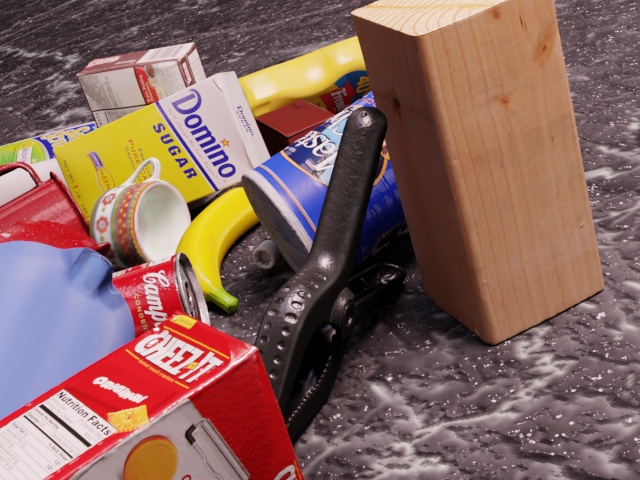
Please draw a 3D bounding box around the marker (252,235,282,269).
[{"bbox_3d":[-0.023,-0.013,0.866,0.020,0.020,0.121,-4,25,25],"label":"marker"}]

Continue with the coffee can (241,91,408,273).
[{"bbox_3d":[0.028,-0.043,0.780,0.140,0.102,0.103,-34,29,-11],"label":"coffee can"}]

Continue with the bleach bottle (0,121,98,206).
[{"bbox_3d":[-0.232,-0.086,1.083,0.251,0.068,0.102,-19,31,1],"label":"bleach bottle"}]

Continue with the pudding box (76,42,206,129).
[{"bbox_3d":[-0.155,-0.125,0.974,0.114,0.090,0.039,-4,31,25],"label":"pudding box"}]

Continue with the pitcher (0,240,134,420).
[{"bbox_3d":[-0.191,0.115,0.602,0.145,0.149,0.243,-4,24,0],"label":"pitcher"}]

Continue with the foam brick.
[{"bbox_3d":[-0.017,-0.091,0.986,0.053,0.051,0.078,-25,27,-16],"label":"foam brick"}]

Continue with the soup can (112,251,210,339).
[{"bbox_3d":[-0.137,0.054,0.756,0.102,0.068,0.068,-16,26,4],"label":"soup can"}]

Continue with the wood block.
[{"bbox_3d":[0.100,-0.053,0.663,0.090,0.206,0.091,-25,28,-14],"label":"wood block"}]

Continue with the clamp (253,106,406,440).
[{"bbox_3d":[0.005,0.044,0.660,0.036,0.164,0.209,13,60,22],"label":"clamp"}]

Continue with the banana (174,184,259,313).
[{"bbox_3d":[-0.074,-0.003,0.871,0.069,0.037,0.197,18,36,4],"label":"banana"}]

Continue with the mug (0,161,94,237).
[{"bbox_3d":[-0.245,-0.009,0.900,0.081,0.117,0.093,-31,17,-16],"label":"mug"}]

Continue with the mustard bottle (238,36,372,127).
[{"bbox_3d":[0.007,-0.157,1.064,0.191,0.096,0.058,-23,71,-14],"label":"mustard bottle"}]

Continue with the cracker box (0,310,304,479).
[{"bbox_3d":[-0.103,0.153,0.436,0.213,0.164,0.072,-33,32,-28],"label":"cracker box"}]

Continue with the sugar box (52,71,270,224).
[{"bbox_3d":[-0.138,-0.072,0.931,0.176,0.093,0.048,-21,5,24],"label":"sugar box"}]

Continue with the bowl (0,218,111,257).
[{"bbox_3d":[-0.234,0.033,0.787,0.162,0.055,0.162,-39,1,1],"label":"bowl"}]
